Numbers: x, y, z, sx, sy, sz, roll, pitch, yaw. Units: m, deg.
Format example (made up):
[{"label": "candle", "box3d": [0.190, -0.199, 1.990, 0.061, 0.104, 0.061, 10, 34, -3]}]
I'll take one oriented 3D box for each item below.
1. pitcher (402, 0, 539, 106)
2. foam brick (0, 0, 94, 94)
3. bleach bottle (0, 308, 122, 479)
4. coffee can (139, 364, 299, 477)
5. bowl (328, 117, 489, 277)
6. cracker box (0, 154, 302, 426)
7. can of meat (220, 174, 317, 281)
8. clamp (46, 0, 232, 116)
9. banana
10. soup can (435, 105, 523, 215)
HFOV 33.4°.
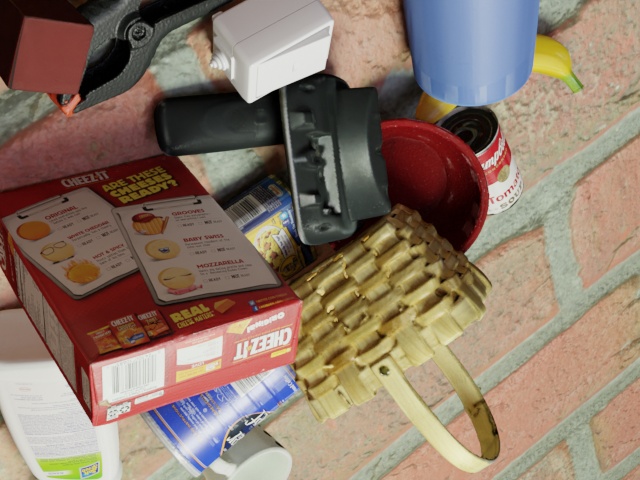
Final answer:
[{"label": "pitcher", "box3d": [0.129, -0.242, 0.888, 0.149, 0.145, 0.243, -20, 137, -10]}, {"label": "foam brick", "box3d": [-0.197, -0.140, 0.732, 0.051, 0.078, 0.053, 2, 120, -38]}, {"label": "bleach bottle", "box3d": [-0.233, 0.168, 0.950, 0.102, 0.068, 0.251, -1, 133, -5]}, {"label": "coffee can", "box3d": [-0.096, 0.139, 1.011, 0.140, 0.103, 0.102, -39, 138, -8]}, {"label": "bowl", "box3d": [0.076, -0.047, 1.007, 0.162, 0.055, 0.162, 1, 116, 2]}, {"label": "cracker box", "box3d": [-0.138, 0.029, 0.809, 0.163, 0.214, 0.072, -16, 132, -29]}, {"label": "can of meat", "box3d": [-0.056, 0.001, 0.970, 0.083, 0.057, 0.102, -34, 138, -16]}, {"label": "clamp", "box3d": [-0.143, -0.170, 0.781, 0.171, 0.039, 0.120, -46, 138, -6]}, {"label": "banana", "box3d": [0.171, -0.161, 1.025, 0.197, 0.069, 0.037, -15, 174, -23]}, {"label": "soup can", "box3d": [0.159, -0.079, 1.072, 0.068, 0.069, 0.102, -42, 139, -5]}]
